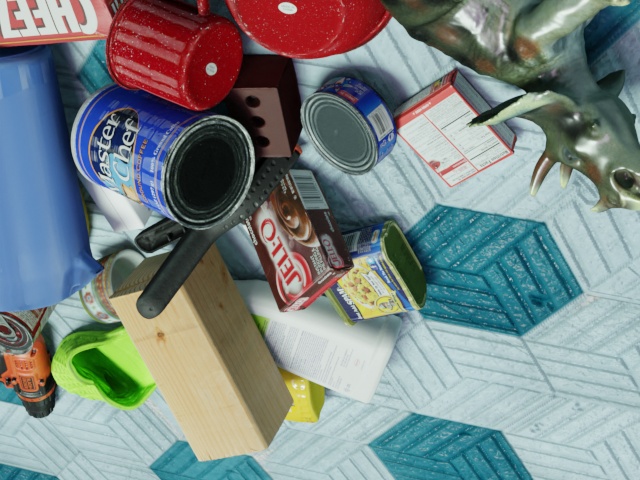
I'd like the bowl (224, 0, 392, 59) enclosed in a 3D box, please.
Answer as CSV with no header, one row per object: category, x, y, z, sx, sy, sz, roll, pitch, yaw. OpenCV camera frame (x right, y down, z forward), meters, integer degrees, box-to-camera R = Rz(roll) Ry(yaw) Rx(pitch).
bowl,-0.019,-0.204,0.866,0.162,0.055,0.162,11,136,10

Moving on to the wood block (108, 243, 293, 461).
wood block,-0.119,0.116,1.108,0.091,0.090,0.206,-15,112,27

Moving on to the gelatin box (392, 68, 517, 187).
gelatin box,0.118,-0.097,0.940,0.089,0.030,0.073,43,131,-21

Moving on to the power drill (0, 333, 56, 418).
power drill,-0.431,0.168,1.352,0.187,0.057,0.184,3,141,-5

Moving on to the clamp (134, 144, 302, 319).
clamp,-0.106,-0.029,1.027,0.210,0.165,0.036,-44,115,2

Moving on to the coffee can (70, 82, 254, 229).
coffee can,-0.143,-0.079,0.960,0.141,0.102,0.103,24,145,41

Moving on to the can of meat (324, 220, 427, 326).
can of meat,0.050,0.033,1.072,0.084,0.057,0.102,-14,127,28

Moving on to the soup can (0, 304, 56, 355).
soup can,-0.337,0.070,1.213,0.068,0.102,0.068,10,135,10

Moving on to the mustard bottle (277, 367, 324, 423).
mustard bottle,-0.095,0.164,1.251,0.192,0.058,0.096,2,132,17

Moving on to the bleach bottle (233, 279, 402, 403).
bleach bottle,-0.045,0.087,1.155,0.251,0.068,0.103,22,125,4

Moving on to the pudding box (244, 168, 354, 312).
pudding box,-0.023,0.000,1.032,0.039,0.113,0.090,-1,151,-40

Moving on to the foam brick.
foam brick,-0.050,-0.121,0.960,0.053,0.051,0.078,2,133,17

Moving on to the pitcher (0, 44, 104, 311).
pitcher,-0.304,-0.065,1.018,0.149,0.145,0.243,-13,116,-23

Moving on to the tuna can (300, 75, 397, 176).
tuna can,0.026,-0.102,0.943,0.086,0.033,0.086,32,146,25

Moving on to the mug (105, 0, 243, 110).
mug,-0.118,-0.170,0.896,0.082,0.093,0.117,25,121,27
